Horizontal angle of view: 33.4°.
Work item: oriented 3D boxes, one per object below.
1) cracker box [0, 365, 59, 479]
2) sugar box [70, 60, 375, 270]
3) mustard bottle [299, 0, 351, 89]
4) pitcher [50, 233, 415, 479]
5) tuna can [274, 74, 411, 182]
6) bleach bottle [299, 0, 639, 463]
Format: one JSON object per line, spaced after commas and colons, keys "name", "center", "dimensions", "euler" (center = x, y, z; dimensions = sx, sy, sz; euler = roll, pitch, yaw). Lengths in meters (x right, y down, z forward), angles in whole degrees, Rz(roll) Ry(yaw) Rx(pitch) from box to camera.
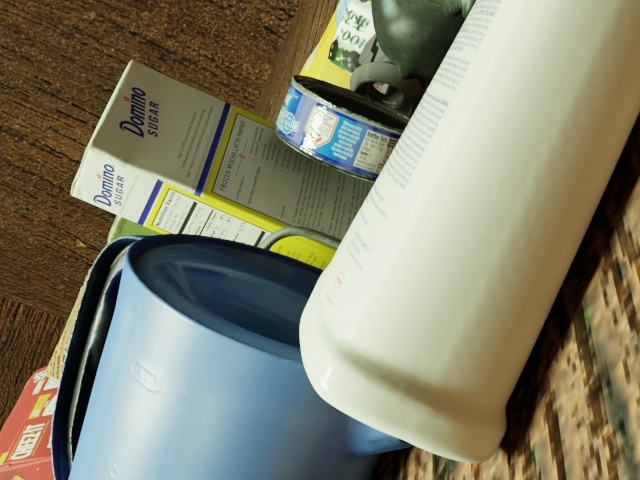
{"name": "cracker box", "center": [-0.193, 0.227, 0.878], "dimensions": [0.164, 0.072, 0.213], "euler": [-88, -16, -68]}
{"name": "sugar box", "center": [-0.046, -0.031, 0.620], "dimensions": [0.093, 0.176, 0.048], "euler": [-78, 13, -50]}
{"name": "mustard bottle", "center": [0.038, -0.188, 0.890], "dimensions": [0.192, 0.058, 0.096], "euler": [120, 172, -46]}
{"name": "pitcher", "center": [-0.063, 0.123, 0.478], "dimensions": [0.149, 0.145, 0.243], "euler": [-106, 36, -72]}
{"name": "tuna can", "center": [0.018, -0.063, 0.612], "dimensions": [0.086, 0.086, 0.034], "euler": [-96, 28, -73]}
{"name": "bleach bottle", "center": [0.074, -0.062, 0.339], "dimensions": [0.102, 0.068, 0.251], "euler": [-106, 41, -76]}
